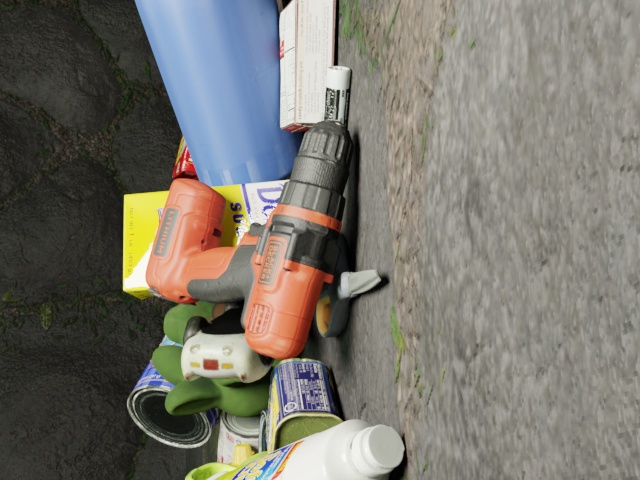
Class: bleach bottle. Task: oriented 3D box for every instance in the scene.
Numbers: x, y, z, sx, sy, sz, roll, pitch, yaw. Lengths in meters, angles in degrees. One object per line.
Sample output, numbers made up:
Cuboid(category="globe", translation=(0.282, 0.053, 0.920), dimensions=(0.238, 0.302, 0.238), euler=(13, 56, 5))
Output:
Cuboid(category="bleach bottle", translation=(-0.023, 0.178, 0.756), dimensions=(0.068, 0.102, 0.251), euler=(53, 136, 1))

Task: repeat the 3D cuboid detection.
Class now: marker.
Cuboid(category="marker", translation=(0.010, -0.079, 0.858), dimensions=(0.020, 0.020, 0.121), euler=(-116, 28, -68))

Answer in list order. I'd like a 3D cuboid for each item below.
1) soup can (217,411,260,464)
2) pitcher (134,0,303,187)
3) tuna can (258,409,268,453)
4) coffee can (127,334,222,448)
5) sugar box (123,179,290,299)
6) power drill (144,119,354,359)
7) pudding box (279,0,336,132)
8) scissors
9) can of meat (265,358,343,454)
Cuboid(category="soup can", translation=(-0.083, 0.239, 1.219), dimensions=(0.068, 0.068, 0.102), euler=(-106, 20, -57))
Cuboid(category="pitcher", translation=(-0.083, -0.177, 1.001), dimensions=(0.145, 0.149, 0.243), euler=(-85, -18, -66))
Cuboid(category="tuna can", translation=(-0.042, 0.215, 1.088), dimensions=(0.086, 0.033, 0.086), euler=(180, 90, -80))
Cuboid(category="coffee can", translation=(-0.148, 0.154, 1.241), dimensions=(0.140, 0.103, 0.103), euler=(-64, -11, -45))
Cuboid(category="sugar box", translation=(-0.088, -0.001, 0.957), dimensions=(0.048, 0.176, 0.093), euler=(37, -131, -70))
Cuboid(category="power drill", translation=(-0.057, -0.008, 0.849), dimensions=(0.188, 0.057, 0.184), euler=(7, 78, 51))
Cuboid(category="pudding box", translation=(-0.011, -0.152, 0.930), dimensions=(0.090, 0.039, 0.113), euler=(-161, 70, -79))
Cuboid(category="scissors", translation=(0.019, 0.018, 0.815), dimensions=(0.202, 0.016, 0.096), euler=(116, 153, -66))
Cuboid(category="can of meat", translation=(-0.015, 0.161, 0.887), dimensions=(0.084, 0.057, 0.102), euler=(-104, 18, -61))
